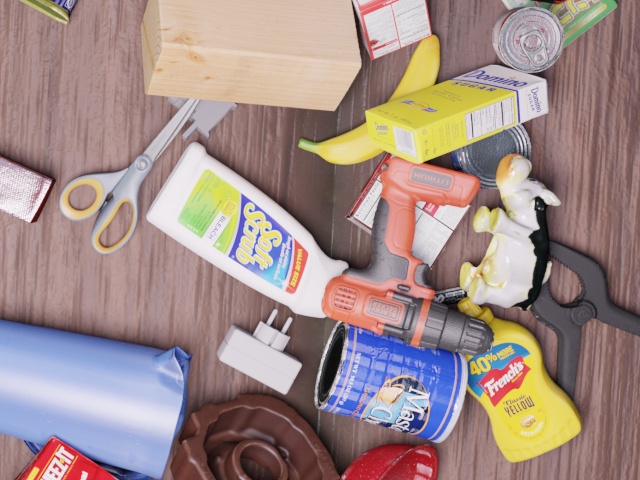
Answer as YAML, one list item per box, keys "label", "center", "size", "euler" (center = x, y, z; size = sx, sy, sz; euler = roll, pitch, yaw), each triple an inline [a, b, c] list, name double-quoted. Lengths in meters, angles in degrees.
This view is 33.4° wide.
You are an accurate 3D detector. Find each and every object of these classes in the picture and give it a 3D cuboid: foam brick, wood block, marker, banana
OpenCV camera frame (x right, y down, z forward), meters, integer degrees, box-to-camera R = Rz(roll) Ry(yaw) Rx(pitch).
- label: "foam brick"
  center: [-0.323, -0.056, 1.115]
  size: [0.078, 0.053, 0.051]
  euler: [25, 88, -8]
- label: "wood block"
  center: [-0.073, -0.200, 1.098]
  size: [0.205, 0.090, 0.091]
  euler: [2, 63, -20]
- label: "marker"
  center: [0.121, 0.069, 1.207]
  size: [0.121, 0.020, 0.020]
  euler: [-10, 94, -8]
- label: "banana"
  center: [0.071, -0.144, 1.180]
  size: [0.197, 0.037, 0.069]
  euler: [-40, 98, -5]

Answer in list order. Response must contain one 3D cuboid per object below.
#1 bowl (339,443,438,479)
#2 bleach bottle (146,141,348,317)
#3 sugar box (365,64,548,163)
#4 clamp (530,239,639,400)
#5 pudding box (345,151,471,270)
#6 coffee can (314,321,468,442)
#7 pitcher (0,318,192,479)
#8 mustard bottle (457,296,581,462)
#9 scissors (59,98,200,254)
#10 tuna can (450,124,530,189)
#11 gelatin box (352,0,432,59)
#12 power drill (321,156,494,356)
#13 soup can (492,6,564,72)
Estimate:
- label: "bowl"
  center: [0.059, 0.280, 1.163]
  size: [0.055, 0.162, 0.162]
  euler: [29, 87, 31]
- label: "bleach bottle"
  center: [-0.058, 0.001, 1.155]
  size: [0.250, 0.068, 0.102]
  euler: [32, 87, -11]
- label: "sugar box"
  center: [0.146, -0.138, 1.139]
  size: [0.176, 0.093, 0.048]
  euler: [-25, 121, -23]
- label: "clamp"
  center: [0.309, 0.082, 1.224]
  size: [0.164, 0.036, 0.210]
  euler: [-25, 94, 2]
- label: "pudding box"
  center: [0.098, -0.033, 1.189]
  size: [0.113, 0.039, 0.090]
  euler: [33, 88, -7]
- label: "coffee can"
  center: [0.076, 0.152, 1.161]
  size: [0.140, 0.103, 0.103]
  euler: [17, 90, -9]
- label: "pitcher"
  center: [-0.262, 0.164, 1.105]
  size: [0.242, 0.145, 0.149]
  euler: [14, 76, -6]
- label: "mustard bottle"
  center: [0.208, 0.149, 1.201]
  size: [0.096, 0.058, 0.191]
  euler: [-28, 96, 19]
- label: "scissors"
  center: [-0.208, -0.083, 1.129]
  size: [0.096, 0.016, 0.202]
  euler: [25, 102, -2]
- label: "tuna can"
  center: [0.191, -0.101, 1.202]
  size: [0.086, 0.034, 0.086]
  euler: [0, 92, -9]
- label: "gelatin box"
  center: [0.077, -0.242, 1.149]
  size: [0.073, 0.089, 0.030]
  euler: [-23, 61, 1]
- label: "power drill"
  center: [0.109, 0.017, 1.122]
  size: [0.184, 0.057, 0.187]
  euler: [16, 82, 3]
- label: "soup can"
  center: [0.224, -0.220, 1.161]
  size: [0.068, 0.102, 0.068]
  euler: [1, 103, 4]
